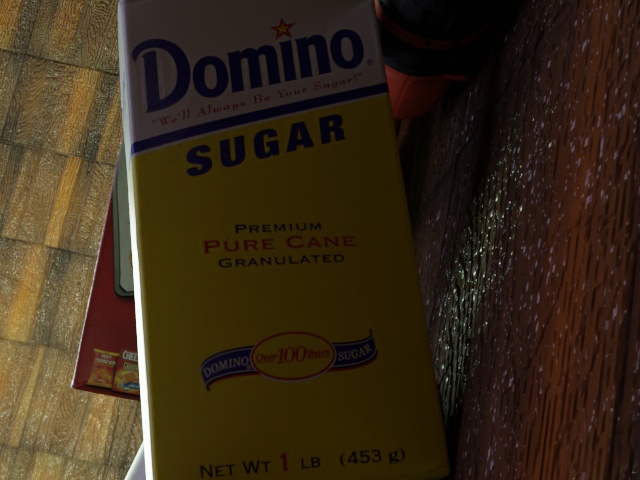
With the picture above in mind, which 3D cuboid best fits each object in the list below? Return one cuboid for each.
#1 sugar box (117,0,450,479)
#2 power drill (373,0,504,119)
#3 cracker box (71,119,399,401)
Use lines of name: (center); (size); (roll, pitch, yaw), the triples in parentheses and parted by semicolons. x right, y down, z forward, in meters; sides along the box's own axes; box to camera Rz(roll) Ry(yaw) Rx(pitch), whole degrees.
sugar box: (-0.017, -0.002, 0.360); (0.048, 0.093, 0.176); (119, 145, -68)
power drill: (0.053, -0.159, 0.428); (0.184, 0.057, 0.187); (118, 164, -76)
cracker box: (-0.054, 0.001, 0.678); (0.072, 0.164, 0.214); (-133, 55, -80)
